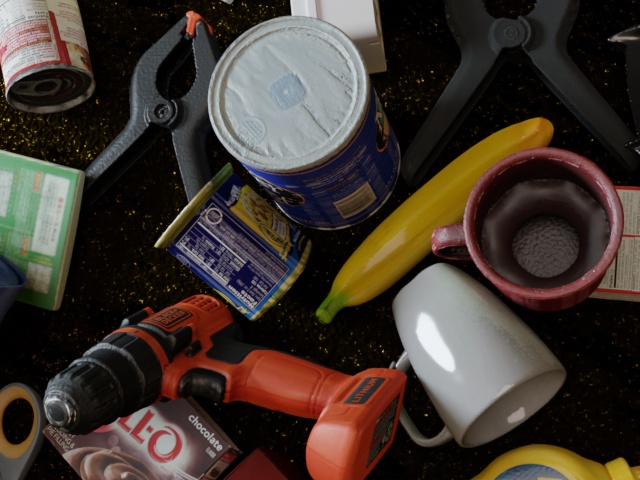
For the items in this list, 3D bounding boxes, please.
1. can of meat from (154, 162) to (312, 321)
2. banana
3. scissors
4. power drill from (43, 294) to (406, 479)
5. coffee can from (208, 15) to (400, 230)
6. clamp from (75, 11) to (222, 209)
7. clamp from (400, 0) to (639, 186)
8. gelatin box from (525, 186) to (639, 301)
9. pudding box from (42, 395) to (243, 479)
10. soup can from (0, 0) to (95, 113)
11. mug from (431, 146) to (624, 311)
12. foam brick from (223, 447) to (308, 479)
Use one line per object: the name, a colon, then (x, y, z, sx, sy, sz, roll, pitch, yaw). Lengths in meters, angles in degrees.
can of meat: (-0.055, 0.001, 0.722, 0.084, 0.102, 0.057, 41, 104, -5)
banana: (0.077, -0.014, 0.719, 0.198, 0.069, 0.037, -43, 104, 12)
scissors: (-0.213, 0.189, 0.764, 0.096, 0.016, 0.202, -36, 71, 2)
power drill: (-0.053, 0.096, 0.666, 0.188, 0.184, 0.057, 18, 112, 19)
coffee can: (-0.006, -0.074, 0.721, 0.103, 0.140, 0.103, -3, 74, 12)
clamp: (-0.105, -0.084, 0.802, 0.120, 0.039, 0.171, 23, 88, 11)
clamp: (0.147, -0.136, 0.757, 0.165, 0.036, 0.210, 4, 79, 14)
gelatin box: (0.184, 0.001, 0.715, 0.089, 0.030, 0.073, 4, 77, 15)
pudding box: (-0.124, 0.140, 0.744, 0.113, 0.039, 0.090, 42, 87, 19)
soup can: (-0.219, -0.160, 0.832, 0.068, 0.068, 0.102, -19, 71, 8)
mug: (0.128, 0.000, 0.668, 0.117, 0.081, 0.093, -7, 75, 12)
foam brick: (-0.032, 0.173, 0.693, 0.053, 0.078, 0.051, -45, 69, -2)
